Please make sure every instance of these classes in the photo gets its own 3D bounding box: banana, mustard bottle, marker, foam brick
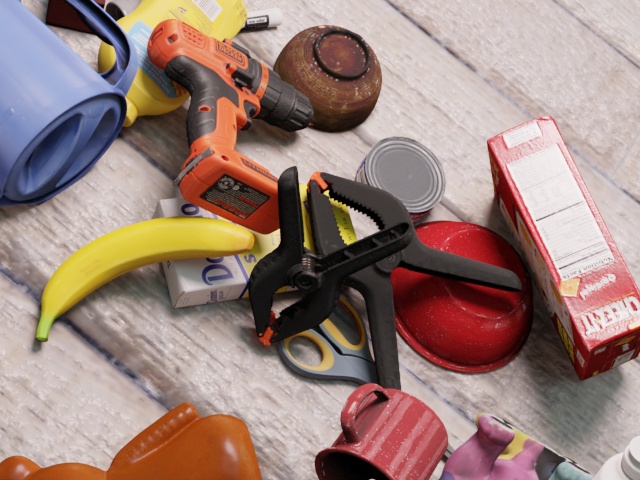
[{"bbox_3d":[-0.155,0.018,0.900,0.198,0.037,0.070,-25,72,-1],"label":"banana"},{"bbox_3d":[-0.153,-0.176,1.004,0.096,0.058,0.191,45,65,-30],"label":"mustard bottle"},{"bbox_3d":[-0.097,-0.221,1.084,0.120,0.020,0.020,-12,69,-25],"label":"marker"},{"bbox_3d":[-0.232,-0.248,1.029,0.053,0.051,0.078,10,61,-16],"label":"foam brick"}]

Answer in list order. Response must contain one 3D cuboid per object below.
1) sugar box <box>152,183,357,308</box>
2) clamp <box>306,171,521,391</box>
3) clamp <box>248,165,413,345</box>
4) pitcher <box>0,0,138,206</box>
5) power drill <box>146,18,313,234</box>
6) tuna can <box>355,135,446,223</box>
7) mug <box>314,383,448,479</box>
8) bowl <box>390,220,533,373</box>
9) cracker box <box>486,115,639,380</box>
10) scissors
[{"bbox_3d":[-0.056,0.001,0.970,0.176,0.048,0.093,-7,67,-24],"label":"sugar box"},{"bbox_3d":[0.069,0.016,0.955,0.164,0.036,0.210,-33,84,-14],"label":"clamp"},{"bbox_3d":[-0.017,0.016,0.899,0.120,0.172,0.039,36,27,-11],"label":"clamp"},{"bbox_3d":[-0.284,-0.163,0.920,0.243,0.145,0.149,46,45,10],"label":"pitcher"},{"bbox_3d":[-0.069,-0.097,0.951,0.184,0.057,0.187,23,38,-36],"label":"power drill"},{"bbox_3d":[0.079,-0.058,1.056,0.086,0.034,0.086,8,62,-16],"label":"tuna can"},{"bbox_3d":[0.050,0.170,0.890,0.081,0.093,0.117,-49,124,-37],"label":"mug"},{"bbox_3d":[0.143,0.042,1.017,0.162,0.055,0.162,9,62,-17],"label":"bowl"},{"bbox_3d":[0.231,0.010,0.997,0.072,0.164,0.214,-24,71,4],"label":"cracker box"},{"bbox_3d":[0.036,0.133,0.954,0.096,0.016,0.202,-26,75,-27],"label":"scissors"}]
